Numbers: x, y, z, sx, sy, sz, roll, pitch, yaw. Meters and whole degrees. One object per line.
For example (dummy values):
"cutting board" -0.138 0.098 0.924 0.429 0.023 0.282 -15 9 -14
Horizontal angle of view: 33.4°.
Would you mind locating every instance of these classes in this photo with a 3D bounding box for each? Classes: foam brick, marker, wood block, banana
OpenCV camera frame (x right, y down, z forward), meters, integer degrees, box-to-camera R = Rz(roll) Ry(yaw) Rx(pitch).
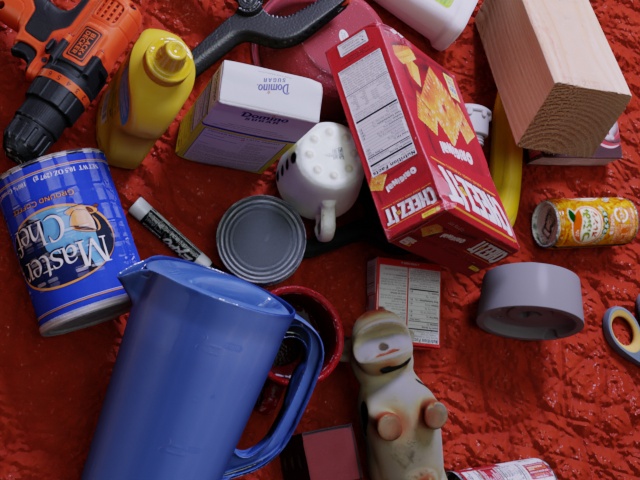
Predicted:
"foam brick" -0.002 0.202 0.989 0.051 0.078 0.053 -7 77 -22
"marker" -0.133 0.005 1.021 0.121 0.020 0.020 42 66 -7
"wood block" 0.240 -0.195 1.125 0.090 0.091 0.206 7 47 -17
"banana" 0.197 -0.079 1.142 0.037 0.069 0.197 4 60 11

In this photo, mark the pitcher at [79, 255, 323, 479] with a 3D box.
"pitcher" -0.112 0.146 0.898 0.149 0.144 0.243 23 97 28

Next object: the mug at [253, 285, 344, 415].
"mug" -0.038 0.107 0.996 0.093 0.082 0.117 19 71 -15

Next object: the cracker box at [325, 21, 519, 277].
"cracker box" 0.101 -0.087 1.029 0.164 0.072 0.214 21 45 -53

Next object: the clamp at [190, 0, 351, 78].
"clamp" -0.075 -0.222 1.056 0.210 0.036 0.164 1 82 3

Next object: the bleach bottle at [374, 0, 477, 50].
"bleach bottle" 0.053 -0.312 1.147 0.250 0.068 0.102 30 68 -9

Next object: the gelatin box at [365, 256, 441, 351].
"gelatin box" 0.083 0.065 1.081 0.073 0.030 0.089 7 77 -19

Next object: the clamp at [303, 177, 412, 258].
"clamp" 0.050 -0.020 1.086 0.171 0.039 0.120 19 77 -8

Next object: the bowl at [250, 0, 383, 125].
"bowl" 0.012 -0.202 1.107 0.162 0.055 0.162 5 75 -20

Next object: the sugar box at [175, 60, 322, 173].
"sugar box" -0.070 -0.111 0.986 0.093 0.176 0.048 10 73 -18

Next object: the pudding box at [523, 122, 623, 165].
"pudding box" 0.279 -0.131 1.198 0.113 0.039 0.090 -2 78 -21

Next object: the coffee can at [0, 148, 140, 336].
"coffee can" -0.218 0.002 0.943 0.102 0.103 0.140 -17 83 -24

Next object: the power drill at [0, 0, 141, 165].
"power drill" -0.282 -0.177 0.965 0.187 0.057 0.184 30 69 5

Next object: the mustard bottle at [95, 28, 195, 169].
"mustard bottle" -0.154 -0.134 0.952 0.058 0.192 0.096 12 73 -20

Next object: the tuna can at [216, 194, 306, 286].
"tuna can" -0.057 0.001 1.029 0.086 0.034 0.086 0 79 -2

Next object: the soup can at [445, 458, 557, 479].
"soup can" 0.176 0.253 1.048 0.102 0.069 0.068 -4 78 -22
